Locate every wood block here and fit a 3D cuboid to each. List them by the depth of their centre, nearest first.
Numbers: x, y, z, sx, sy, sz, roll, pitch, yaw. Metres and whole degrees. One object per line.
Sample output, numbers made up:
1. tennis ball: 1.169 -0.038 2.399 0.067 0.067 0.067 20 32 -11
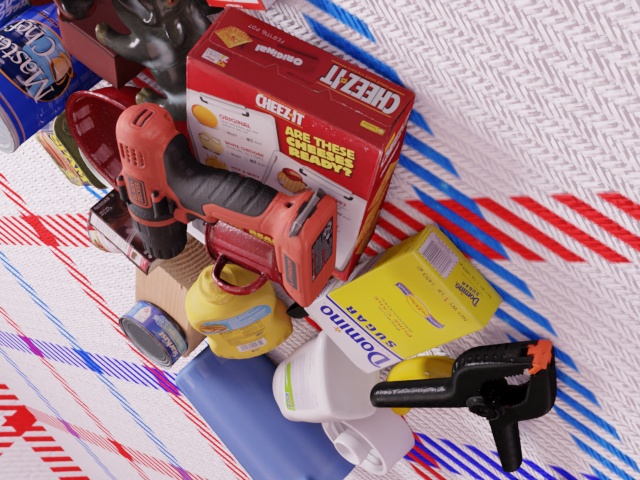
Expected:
1. wood block: -0.159 0.048 1.262 0.091 0.090 0.206 39 154 9

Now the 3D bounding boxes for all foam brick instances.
1. foam brick: -0.200 -0.191 1.005 0.078 0.053 0.051 38 154 17

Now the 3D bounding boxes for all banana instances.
1. banana: 0.104 0.148 1.080 0.069 0.037 0.198 48 155 -7

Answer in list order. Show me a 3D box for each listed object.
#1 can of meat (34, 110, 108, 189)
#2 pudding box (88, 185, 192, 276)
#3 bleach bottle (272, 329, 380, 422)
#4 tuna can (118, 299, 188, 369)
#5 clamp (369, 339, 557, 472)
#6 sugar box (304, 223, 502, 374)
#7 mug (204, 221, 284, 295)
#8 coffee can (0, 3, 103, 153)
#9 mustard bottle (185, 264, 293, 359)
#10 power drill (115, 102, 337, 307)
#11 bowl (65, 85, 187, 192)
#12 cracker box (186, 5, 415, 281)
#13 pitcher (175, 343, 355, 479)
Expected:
1. can of meat: -0.280 -0.110 1.245 0.084 0.057 0.102 6 134 57
2. pudding box: -0.178 -0.030 1.145 0.090 0.113 0.039 40 152 8
3. bleach bottle: -0.006 0.155 1.211 0.251 0.068 0.102 154 116 -70
4. tuna can: -0.198 0.112 1.271 0.086 0.033 0.086 34 153 20
5. clamp: 0.141 0.139 0.970 0.164 0.036 0.210 23 145 0
6. sugar box: 0.068 0.057 0.949 0.093 0.048 0.177 47 141 -7
7. mug: -0.057 0.001 1.013 0.082 0.117 0.093 23 157 29
8. coffee can: -0.290 -0.169 1.068 0.103 0.140 0.103 35 153 20
9. mustard bottle: -0.093 0.071 1.149 0.191 0.096 0.058 66 -172 -65
10. power drill: -0.080 -0.015 0.877 0.188 0.057 0.184 23 150 15
11. bowl: -0.176 -0.099 1.064 0.162 0.055 0.162 29 150 19
12. cracker box: -0.023 -0.072 0.873 0.164 0.072 0.214 26 151 8
13. pitcher: -0.070 0.232 1.381 0.243 0.144 0.149 48 143 2
